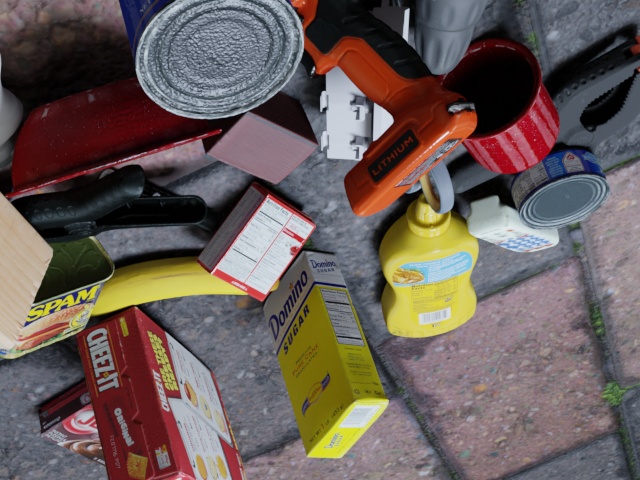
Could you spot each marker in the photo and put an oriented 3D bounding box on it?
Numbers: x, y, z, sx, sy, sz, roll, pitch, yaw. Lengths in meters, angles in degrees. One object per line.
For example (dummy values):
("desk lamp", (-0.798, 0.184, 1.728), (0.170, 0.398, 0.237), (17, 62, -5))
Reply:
("marker", (-0.134, -0.032, 0.905), (0.120, 0.020, 0.020), (23, 125, -42))

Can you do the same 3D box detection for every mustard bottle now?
("mustard bottle", (0.106, 0.020, 1.045), (0.096, 0.058, 0.191), (-11, 142, -3))

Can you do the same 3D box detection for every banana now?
("banana", (-0.132, 0.039, 0.984), (0.197, 0.037, 0.070), (-9, 161, -12))

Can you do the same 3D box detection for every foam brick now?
("foam brick", (-0.051, -0.089, 0.845), (0.078, 0.053, 0.051), (22, 126, -40))

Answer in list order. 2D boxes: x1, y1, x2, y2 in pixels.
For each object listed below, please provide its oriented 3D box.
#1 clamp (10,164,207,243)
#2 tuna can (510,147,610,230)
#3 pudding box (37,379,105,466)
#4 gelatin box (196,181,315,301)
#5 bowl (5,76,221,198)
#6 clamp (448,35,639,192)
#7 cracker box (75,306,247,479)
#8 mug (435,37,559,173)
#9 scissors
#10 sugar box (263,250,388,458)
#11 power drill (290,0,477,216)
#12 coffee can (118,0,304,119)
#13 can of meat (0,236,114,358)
("clamp", (-0.179, -0.021, 0.853), (0.172, 0.039, 0.120), (-10, 160, 27))
("tuna can", (0.219, -0.047, 0.980), (0.086, 0.034, 0.086), (-10, 149, -7))
("pudding box", (-0.225, 0.188, 1.120), (0.090, 0.039, 0.113), (-32, 141, 14))
("gelatin box", (-0.056, 0.001, 0.949), (0.073, 0.030, 0.089), (32, 95, -46))
("bowl", (-0.156, -0.080, 0.768), (0.162, 0.055, 0.162), (-17, -173, 2))
("clamp", (0.236, -0.100, 0.973), (0.164, 0.036, 0.210), (11, 137, -36))
("cracker box", (-0.144, 0.179, 1.016), (0.072, 0.164, 0.213), (-24, 153, 5))
("mug", (0.138, -0.106, 0.889), (0.117, 0.093, 0.081), (-7, 155, 27))
("scissors", (0.081, -0.097, 0.868), (0.016, 0.096, 0.202), (-26, 148, -15))
("sugar box", (0.000, 0.105, 1.005), (0.048, 0.176, 0.093), (7, 134, -34))
("power drill", (0.003, -0.111, 0.741), (0.185, 0.188, 0.057), (-41, 170, 26))
("coffee can", (-0.077, -0.161, 0.670), (0.102, 0.140, 0.103), (-12, 142, -10))
("can of meat", (-0.236, 0.047, 0.907), (0.101, 0.057, 0.084), (-21, 154, -41))
